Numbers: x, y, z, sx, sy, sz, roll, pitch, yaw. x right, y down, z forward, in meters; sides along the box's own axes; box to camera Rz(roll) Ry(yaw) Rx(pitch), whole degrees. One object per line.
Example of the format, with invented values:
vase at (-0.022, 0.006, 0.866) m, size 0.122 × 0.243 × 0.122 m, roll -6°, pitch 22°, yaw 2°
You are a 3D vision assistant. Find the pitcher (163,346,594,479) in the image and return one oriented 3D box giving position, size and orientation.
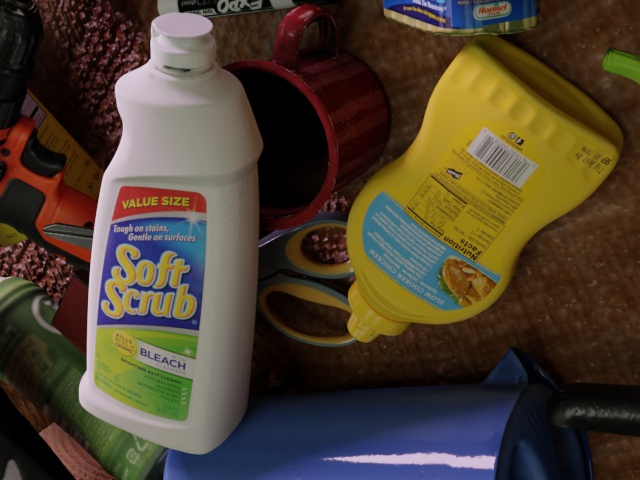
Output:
pitcher at (0.027, 0.158, 0.628) m, size 0.243 × 0.149 × 0.145 m, roll -6°, pitch 123°, yaw 35°

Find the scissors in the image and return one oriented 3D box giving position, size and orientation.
scissors at (-0.054, 0.001, 0.635) m, size 0.201 × 0.016 × 0.096 m, roll 26°, pitch 112°, yaw -12°

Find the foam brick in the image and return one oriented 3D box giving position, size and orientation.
foam brick at (-0.134, 0.055, 0.729) m, size 0.078 × 0.052 × 0.051 m, roll 39°, pitch 123°, yaw 11°

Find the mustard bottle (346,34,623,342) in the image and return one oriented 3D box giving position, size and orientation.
mustard bottle at (0.069, -0.011, 0.581) m, size 0.096 × 0.058 × 0.192 m, roll 35°, pitch 123°, yaw 0°

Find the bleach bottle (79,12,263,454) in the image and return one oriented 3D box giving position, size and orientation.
bleach bottle at (-0.082, -0.002, 0.574) m, size 0.103 × 0.068 × 0.251 m, roll 19°, pitch 127°, yaw 18°

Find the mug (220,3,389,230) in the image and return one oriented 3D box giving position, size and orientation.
mug at (-0.012, -0.073, 0.591) m, size 0.093 × 0.081 × 0.117 m, roll 17°, pitch 117°, yaw 24°

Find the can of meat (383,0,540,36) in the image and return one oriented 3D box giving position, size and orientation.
can of meat at (0.064, -0.147, 0.511) m, size 0.102 × 0.057 × 0.084 m, roll -135°, pitch 36°, yaw -63°

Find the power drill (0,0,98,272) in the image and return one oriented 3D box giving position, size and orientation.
power drill at (-0.150, -0.042, 0.648) m, size 0.187 × 0.057 × 0.185 m, roll 25°, pitch 125°, yaw -16°

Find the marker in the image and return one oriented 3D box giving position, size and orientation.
marker at (-0.042, -0.141, 0.619) m, size 0.121 × 0.020 × 0.020 m, roll 1°, pitch 109°, yaw 30°
